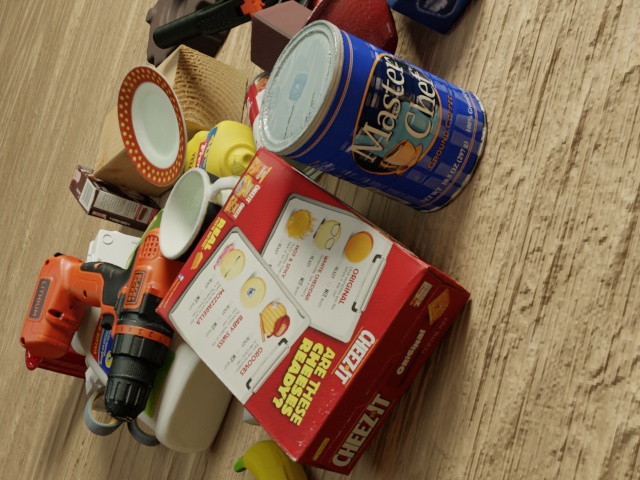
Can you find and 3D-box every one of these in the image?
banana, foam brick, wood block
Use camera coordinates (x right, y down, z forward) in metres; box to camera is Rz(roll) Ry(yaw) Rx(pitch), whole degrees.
[{"bbox_3d":[-0.027,0.219,0.837,0.198,0.037,0.070,-117,36,-55],"label":"banana"},{"bbox_3d":[-0.021,-0.181,1.000,0.078,0.051,0.053,37,139,28],"label":"foam brick"},{"bbox_3d":[-0.179,-0.134,1.255,0.207,0.090,0.091,-28,50,51],"label":"wood block"}]

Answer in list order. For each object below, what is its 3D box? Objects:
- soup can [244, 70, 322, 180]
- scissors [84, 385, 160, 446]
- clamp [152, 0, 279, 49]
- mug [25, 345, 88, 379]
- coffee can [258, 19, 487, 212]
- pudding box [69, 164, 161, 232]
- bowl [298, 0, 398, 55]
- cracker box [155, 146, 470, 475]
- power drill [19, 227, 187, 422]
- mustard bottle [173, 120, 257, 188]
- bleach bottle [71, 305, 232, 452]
[{"bbox_3d":[-0.031,-0.107,1.009,0.069,0.068,0.102,-51,34,30],"label":"soup can"},{"bbox_3d":[-0.187,0.155,1.149,0.016,0.096,0.201,-61,-1,28],"label":"scissors"},{"bbox_3d":[-0.081,-0.245,1.104,0.164,0.036,0.210,-30,16,-14],"label":"clamp"},{"bbox_3d":[-0.314,0.120,1.336,0.093,0.081,0.117,-61,30,16],"label":"mug"},{"bbox_3d":[0.039,-0.091,0.803,0.103,0.140,0.103,-38,42,44],"label":"coffee can"},{"bbox_3d":[-0.260,-0.053,1.342,0.039,0.089,0.114,-66,30,11],"label":"pudding box"},{"bbox_3d":[0.018,-0.145,0.893,0.162,0.055,0.162,-55,-9,-14],"label":"bowl"},{"bbox_3d":[-0.013,0.048,0.812,0.214,0.072,0.164,38,97,44],"label":"cracker box"},{"bbox_3d":[-0.210,0.080,1.031,0.188,0.057,0.184,-2,65,40],"label":"power drill"},{"bbox_3d":[-0.100,-0.071,1.082,0.192,0.058,0.096,175,108,-69],"label":"mustard bottle"},{"bbox_3d":[-0.188,0.119,1.076,0.251,0.068,0.102,21,89,46],"label":"bleach bottle"}]
